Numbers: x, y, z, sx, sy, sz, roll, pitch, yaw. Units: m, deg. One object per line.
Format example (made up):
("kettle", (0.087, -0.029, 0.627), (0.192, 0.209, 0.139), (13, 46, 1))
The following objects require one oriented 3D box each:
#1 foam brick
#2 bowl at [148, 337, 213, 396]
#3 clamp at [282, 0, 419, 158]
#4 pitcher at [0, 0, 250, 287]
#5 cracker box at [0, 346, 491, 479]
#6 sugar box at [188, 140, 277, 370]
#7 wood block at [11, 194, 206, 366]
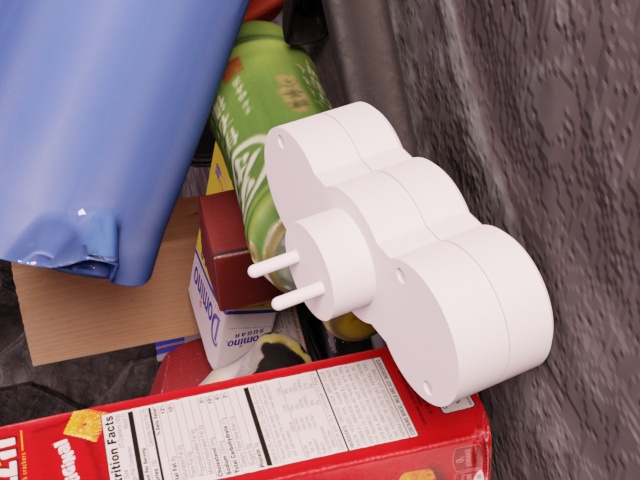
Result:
("foam brick", (-0.032, 0.001, 0.646), (0.053, 0.078, 0.051), (92, 161, -48))
("bowl", (-0.110, 0.141, 0.857), (0.162, 0.055, 0.162), (-163, 90, -79))
("clamp", (0.003, -0.136, 0.457), (0.165, 0.036, 0.210), (-118, 17, -54))
("pitcher", (-0.109, -0.112, 0.537), (0.243, 0.149, 0.145), (-65, -7, 11))
("cracker box", (-0.036, 0.143, 0.456), (0.072, 0.213, 0.164), (-117, 20, -55))
("sugar box", (-0.055, 0.001, 0.752), (0.093, 0.048, 0.176), (-113, 32, -45))
("wood block", (-0.144, 0.026, 0.885), (0.090, 0.206, 0.091), (-122, 24, -62))
